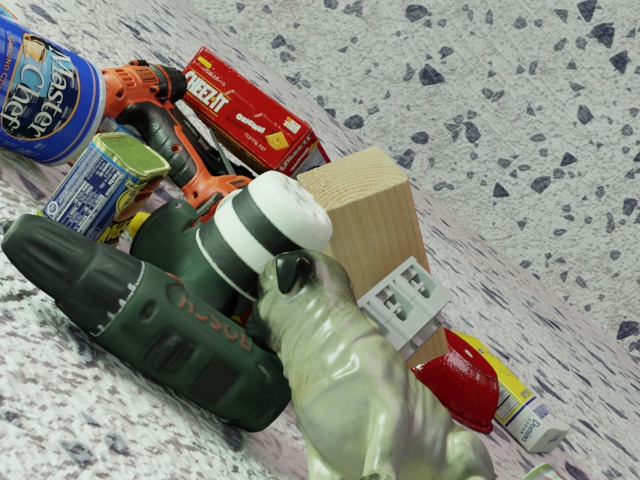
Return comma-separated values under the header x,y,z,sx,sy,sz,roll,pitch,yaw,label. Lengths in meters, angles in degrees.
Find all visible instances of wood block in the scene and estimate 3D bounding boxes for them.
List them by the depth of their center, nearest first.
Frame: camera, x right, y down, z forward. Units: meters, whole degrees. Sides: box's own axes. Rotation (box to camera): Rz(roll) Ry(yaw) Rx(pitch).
x,y,z,sx,sy,sz,roll,pitch,yaw,label
0.054,0.025,1.059,0.091,0.090,0.206,-124,-165,-59,wood block

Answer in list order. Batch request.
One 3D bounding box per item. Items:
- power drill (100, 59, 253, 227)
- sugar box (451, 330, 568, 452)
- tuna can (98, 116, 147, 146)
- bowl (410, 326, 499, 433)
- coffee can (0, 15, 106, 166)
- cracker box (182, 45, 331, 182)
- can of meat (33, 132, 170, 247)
x,y,z,sx,sy,sz,roll,pitch,yaw,label
-0.143,-0.103,1.093,0.187,0.057,0.184,50,21,3,power drill
0.227,0.189,1.340,0.176,0.048,0.093,43,12,28,sugar box
-0.223,-0.124,1.187,0.086,0.034,0.086,37,11,-9,tuna can
0.154,0.149,1.242,0.162,0.055,0.162,37,12,-9,bowl
-0.267,-0.132,0.899,0.140,0.103,0.103,24,18,-50,coffee can
-0.076,-0.130,1.289,0.164,0.072,0.213,38,-2,13,cracker box
-0.175,-0.040,0.872,0.057,0.084,0.102,39,11,1,can of meat
